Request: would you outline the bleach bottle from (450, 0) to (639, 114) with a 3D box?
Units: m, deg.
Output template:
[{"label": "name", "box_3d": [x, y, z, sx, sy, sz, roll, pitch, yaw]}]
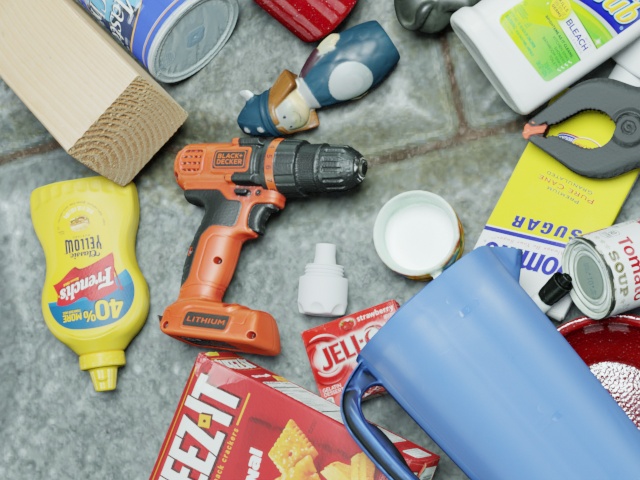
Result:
[{"label": "bleach bottle", "box_3d": [0.232, -0.210, 0.834, 0.251, 0.068, 0.102, -37, 101, 6]}]

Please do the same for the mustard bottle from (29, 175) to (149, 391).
[{"label": "mustard bottle", "box_3d": [-0.206, 0.041, 0.969, 0.096, 0.058, 0.191, -9, 81, 1]}]

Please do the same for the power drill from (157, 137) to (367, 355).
[{"label": "power drill", "box_3d": [-0.056, 0.001, 0.915, 0.185, 0.057, 0.187, 2, 71, 29]}]

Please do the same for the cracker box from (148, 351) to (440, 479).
[{"label": "cracker box", "box_3d": [-0.033, 0.207, 0.873, 0.214, 0.072, 0.164, 23, 92, 27]}]

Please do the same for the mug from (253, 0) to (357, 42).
[{"label": "mug", "box_3d": [-0.008, -0.234, 0.926, 0.117, 0.081, 0.093, -36, 31, 32]}]

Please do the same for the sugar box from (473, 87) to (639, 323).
[{"label": "sugar box", "box_3d": [0.199, -0.030, 0.885, 0.093, 0.048, 0.176, 27, 88, 15]}]

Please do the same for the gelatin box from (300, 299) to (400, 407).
[{"label": "gelatin box", "box_3d": [0.035, 0.099, 0.916, 0.089, 0.030, 0.073, -20, 78, 10]}]

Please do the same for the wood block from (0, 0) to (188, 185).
[{"label": "wood block", "box_3d": [-0.226, -0.155, 0.963, 0.091, 0.090, 0.206, -47, 61, 4]}]

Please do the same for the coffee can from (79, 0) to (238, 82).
[{"label": "coffee can", "box_3d": [-0.158, -0.227, 0.971, 0.103, 0.102, 0.140, -46, 75, 4]}]

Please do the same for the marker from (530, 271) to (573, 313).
[{"label": "marker", "box_3d": [0.162, 0.065, 0.861, 0.020, 0.020, 0.121, 51, 131, 15]}]

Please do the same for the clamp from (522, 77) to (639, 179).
[{"label": "clamp", "box_3d": [0.248, -0.098, 0.832, 0.172, 0.039, 0.120, 9, 90, 16]}]

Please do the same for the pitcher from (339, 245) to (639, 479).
[{"label": "pitcher", "box_3d": [0.141, 0.138, 0.778, 0.243, 0.144, 0.149, 49, 126, 12]}]
